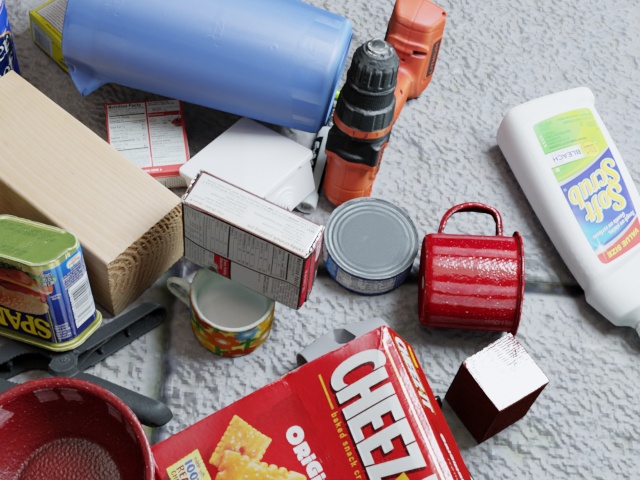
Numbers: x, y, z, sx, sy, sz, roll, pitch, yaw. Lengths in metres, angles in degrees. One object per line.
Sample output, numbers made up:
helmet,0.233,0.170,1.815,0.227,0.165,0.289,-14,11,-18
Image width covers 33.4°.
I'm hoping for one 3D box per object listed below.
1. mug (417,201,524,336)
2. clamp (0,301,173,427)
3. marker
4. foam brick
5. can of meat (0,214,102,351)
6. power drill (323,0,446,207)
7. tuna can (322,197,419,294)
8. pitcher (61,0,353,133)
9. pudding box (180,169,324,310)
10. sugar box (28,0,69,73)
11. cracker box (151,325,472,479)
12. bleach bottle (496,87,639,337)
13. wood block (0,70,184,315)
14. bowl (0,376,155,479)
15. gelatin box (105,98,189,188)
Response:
mug,0.128,0.024,0.920,0.081,0.093,0.117,3,82,1
clamp,-0.198,0.113,0.862,0.171,0.039,0.120,-14,43,-10
marker,0.000,-0.080,1.017,0.020,0.020,0.121,14,58,3
foam brick,0.142,0.122,0.872,0.053,0.078,0.051,-27,66,-20
can of meat,-0.235,0.033,0.865,0.102,0.084,0.057,13,38,24
power drill,0.059,-0.145,0.978,0.057,0.185,0.187,24,49,8
tuna can,0.044,0.005,0.960,0.086,0.034,0.086,2,58,-4
pitcher,-0.096,-0.191,0.958,0.243,0.149,0.145,17,43,0
pudding box,-0.056,0.001,0.856,0.113,0.090,0.039,23,59,8
sugar box,-0.195,-0.233,1.077,0.176,0.048,0.093,-38,70,-28
cracker box,-0.006,0.183,0.772,0.214,0.072,0.164,-29,61,11
bleach bottle,0.259,-0.020,0.982,0.102,0.068,0.251,-17,64,-15
wood block,-0.224,-0.042,0.930,0.206,0.090,0.090,36,61,16
bowl,-0.197,0.187,0.798,0.162,0.055,0.162,-2,69,5
gelatin box,-0.162,-0.090,1.001,0.073,0.030,0.089,-6,59,-8
